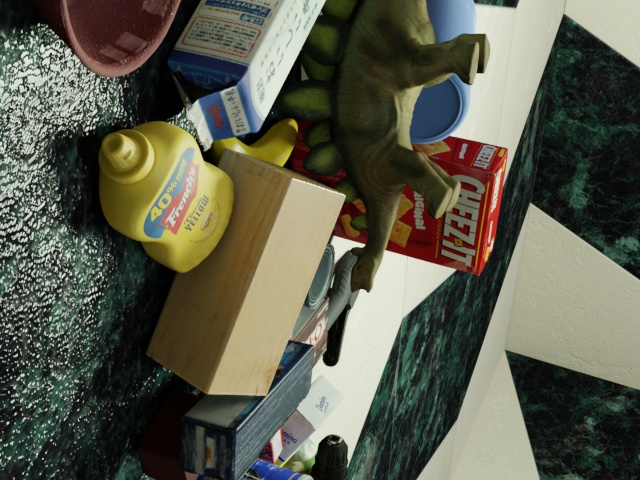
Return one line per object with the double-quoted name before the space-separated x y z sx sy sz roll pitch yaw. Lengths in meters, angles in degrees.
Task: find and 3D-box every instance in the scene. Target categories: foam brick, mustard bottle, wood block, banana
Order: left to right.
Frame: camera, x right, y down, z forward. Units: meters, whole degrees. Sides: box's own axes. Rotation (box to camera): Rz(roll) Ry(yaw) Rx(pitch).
"mustard bottle" -0.130 -0.043 0.863 0.096 0.058 0.191 -60 160 -9
"foam brick" -0.138 0.197 1.063 0.053 0.051 0.078 86 26 -47
"wood block" -0.070 0.031 0.990 0.090 0.090 0.206 13 101 -54
"banana" -0.064 -0.091 1.065 0.197 0.037 0.070 -11 116 -71

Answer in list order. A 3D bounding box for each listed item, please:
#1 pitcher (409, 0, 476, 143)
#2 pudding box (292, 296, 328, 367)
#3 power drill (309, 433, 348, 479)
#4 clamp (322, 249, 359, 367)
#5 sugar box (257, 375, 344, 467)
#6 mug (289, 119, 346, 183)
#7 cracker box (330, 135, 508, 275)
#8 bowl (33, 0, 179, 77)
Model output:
"pitcher" 0.114 -0.224 1.261 0.242 0.149 0.145 -80 -178 -56
"pudding box" -0.028 0.134 1.372 0.113 0.039 0.090 -53 153 -49
"power drill" -0.042 0.347 1.357 0.187 0.057 0.184 -17 125 -35
"clamp" 0.026 0.083 1.502 0.120 0.039 0.171 76 28 -66
"sugar box" -0.053 0.240 1.246 0.176 0.048 0.093 -46 176 27
"mug" 0.020 -0.119 1.226 0.093 0.082 0.117 46 62 -70
"cracker box" 0.119 -0.059 1.365 0.072 0.214 0.164 -55 154 -47
"bowl" -0.144 -0.191 0.694 0.162 0.055 0.162 16 90 -73
